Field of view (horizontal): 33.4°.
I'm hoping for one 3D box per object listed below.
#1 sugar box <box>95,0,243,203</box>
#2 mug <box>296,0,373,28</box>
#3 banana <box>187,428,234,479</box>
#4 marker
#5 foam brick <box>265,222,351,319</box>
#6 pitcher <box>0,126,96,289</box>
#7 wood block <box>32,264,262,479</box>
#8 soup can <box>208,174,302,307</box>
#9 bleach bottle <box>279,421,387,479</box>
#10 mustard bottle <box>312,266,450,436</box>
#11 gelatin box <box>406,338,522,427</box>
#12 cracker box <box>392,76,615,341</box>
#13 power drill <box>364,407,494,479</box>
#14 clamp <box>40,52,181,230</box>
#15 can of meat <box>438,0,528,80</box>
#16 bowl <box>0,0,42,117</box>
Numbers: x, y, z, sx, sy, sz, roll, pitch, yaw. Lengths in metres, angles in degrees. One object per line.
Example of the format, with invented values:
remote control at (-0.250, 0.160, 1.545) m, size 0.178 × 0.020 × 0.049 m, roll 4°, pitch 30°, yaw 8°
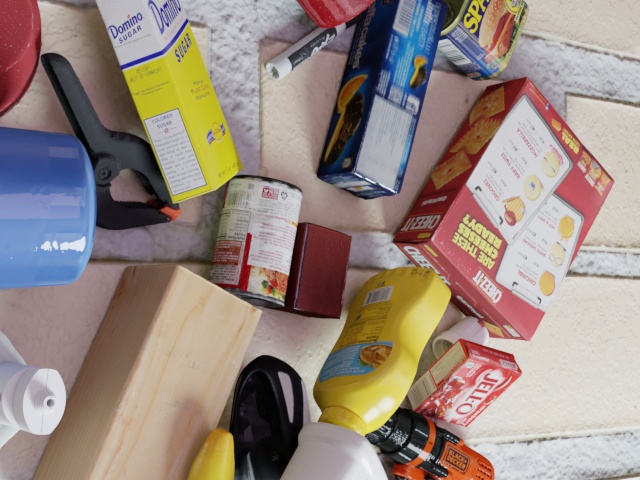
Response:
sugar box at (-0.120, -0.126, 0.863) m, size 0.093 × 0.048 × 0.176 m, roll -58°, pitch 132°, yaw -72°
mug at (0.012, -0.255, 0.964) m, size 0.081 × 0.093 × 0.117 m, roll 49°, pitch 53°, yaw -28°
banana at (-0.077, 0.242, 0.814) m, size 0.069 × 0.037 × 0.198 m, roll -33°, pitch 119°, yaw -47°
marker at (-0.003, -0.186, 0.989) m, size 0.121 × 0.020 × 0.020 m, roll -40°, pitch 110°, yaw -29°
foam brick at (-0.012, 0.027, 0.952) m, size 0.051 × 0.053 × 0.078 m, roll 13°, pitch 81°, yaw -33°
pitcher at (-0.275, -0.032, 0.699) m, size 0.242 × 0.149 × 0.145 m, roll 1°, pitch 82°, yaw -28°
wood block at (-0.138, 0.131, 0.837) m, size 0.090 × 0.091 × 0.206 m, roll 31°, pitch 70°, yaw -30°
soup can at (-0.056, 0.001, 0.914) m, size 0.068 × 0.069 × 0.102 m, roll 16°, pitch 78°, yaw -33°
bleach bottle at (-0.033, 0.262, 0.788) m, size 0.250 × 0.068 × 0.102 m, roll -55°, pitch 137°, yaw -36°
mustard bottle at (0.044, 0.109, 0.934) m, size 0.058 × 0.096 × 0.191 m, roll 51°, pitch 47°, yaw -24°
gelatin box at (0.139, 0.139, 1.032) m, size 0.073 × 0.089 × 0.030 m, roll 20°, pitch 35°, yaw -33°
cracker box at (0.189, -0.031, 1.083) m, size 0.164 × 0.072 × 0.213 m, roll 44°, pitch 66°, yaw -24°
power drill at (0.073, 0.255, 0.996) m, size 0.184 × 0.057 × 0.187 m, roll 33°, pitch 70°, yaw -29°
clamp at (-0.187, -0.051, 0.837) m, size 0.120 × 0.039 × 0.171 m, roll -49°, pitch 125°, yaw -3°
can of meat at (0.157, -0.224, 1.080) m, size 0.083 × 0.058 × 0.102 m, roll 36°, pitch 69°, yaw -31°
bowl at (-0.262, -0.161, 0.773) m, size 0.161 × 0.055 × 0.162 m, roll 1°, pitch 88°, yaw -44°
